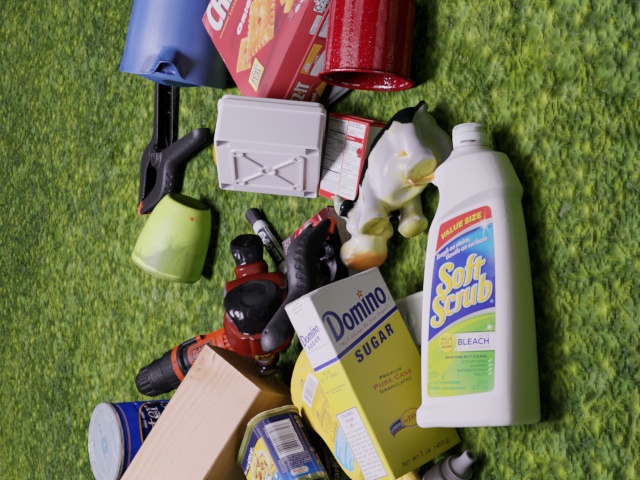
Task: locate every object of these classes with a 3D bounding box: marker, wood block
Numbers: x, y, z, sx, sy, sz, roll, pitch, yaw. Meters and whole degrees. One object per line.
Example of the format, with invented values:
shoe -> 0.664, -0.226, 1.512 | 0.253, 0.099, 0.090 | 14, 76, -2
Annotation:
marker -> -0.058, 0.001, 1.226 | 0.121, 0.020, 0.020 | 55, 132, 43
wood block -> -0.125, 0.226, 1.151 | 0.091, 0.090, 0.206 | 35, 95, 32

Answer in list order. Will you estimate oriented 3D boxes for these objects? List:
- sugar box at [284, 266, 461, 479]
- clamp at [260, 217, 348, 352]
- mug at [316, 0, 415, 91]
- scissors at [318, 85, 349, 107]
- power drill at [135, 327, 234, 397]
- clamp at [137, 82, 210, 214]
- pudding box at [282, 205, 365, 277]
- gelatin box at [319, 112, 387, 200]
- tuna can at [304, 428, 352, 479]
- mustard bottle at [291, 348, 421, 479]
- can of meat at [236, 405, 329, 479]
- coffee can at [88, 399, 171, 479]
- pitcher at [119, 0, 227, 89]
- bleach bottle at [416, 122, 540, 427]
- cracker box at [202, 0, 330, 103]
sugar box -> 0.047, 0.119, 0.948 | 0.048, 0.093, 0.176 | -31, 82, 49
clamp -> -0.011, 0.051, 1.001 | 0.039, 0.120, 0.171 | -16, 61, 27
mug -> 0.047, -0.190, 1.022 | 0.117, 0.093, 0.081 | 39, -124, -86
scissors -> -0.018, -0.157, 1.174 | 0.202, 0.016, 0.096 | -46, 51, 46
power drill -> -0.130, 0.203, 1.246 | 0.185, 0.057, 0.188 | -27, 68, 26
clamp -> -0.206, -0.113, 1.442 | 0.165, 0.036, 0.210 | 52, 133, 45
pudding box -> 0.006, 0.032, 1.107 | 0.090, 0.039, 0.113 | -40, 57, 48
gelatin box -> 0.034, -0.081, 1.078 | 0.073, 0.030, 0.089 | 24, 108, 56
tuna can -> -0.002, 0.239, 1.117 | 0.086, 0.033, 0.086 | -4, 86, 57
mustard bottle -> 0.039, 0.178, 1.033 | 0.192, 0.058, 0.096 | 45, 127, 48
can of meat -> -0.038, 0.231, 1.077 | 0.084, 0.057, 0.102 | 61, 148, 34
coffee can -> -0.206, 0.250, 1.334 | 0.103, 0.140, 0.103 | -4, 86, 57
pitcher -> -0.163, -0.311, 1.317 | 0.149, 0.144, 0.243 | 18, 100, 44
bleach bottle -> 0.126, 0.028, 0.893 | 0.103, 0.067, 0.251 | -10, 79, 39
cracker box -> -0.047, -0.249, 1.157 | 0.164, 0.072, 0.214 | -62, 38, 30
